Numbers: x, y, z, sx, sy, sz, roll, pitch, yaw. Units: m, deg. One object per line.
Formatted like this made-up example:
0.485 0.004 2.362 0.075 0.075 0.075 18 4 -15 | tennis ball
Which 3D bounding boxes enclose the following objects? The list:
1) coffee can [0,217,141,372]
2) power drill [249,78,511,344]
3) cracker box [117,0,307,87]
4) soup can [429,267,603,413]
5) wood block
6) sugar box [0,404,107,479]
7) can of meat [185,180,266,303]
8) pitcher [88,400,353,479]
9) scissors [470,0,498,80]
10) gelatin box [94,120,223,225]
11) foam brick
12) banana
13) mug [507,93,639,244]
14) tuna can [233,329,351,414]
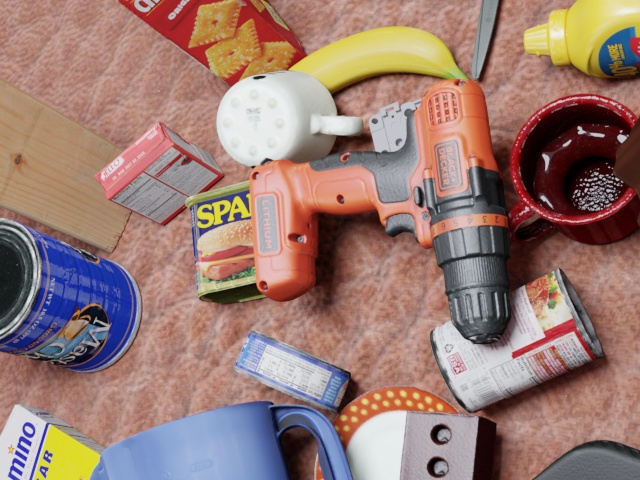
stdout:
-0.230 0.049 0.888 0.103 0.140 0.103 -7 72 23 | coffee can
0.043 -0.008 0.759 0.188 0.057 0.184 -12 73 27 | power drill
-0.117 -0.221 0.870 0.072 0.213 0.164 -41 62 9 | cracker box
0.137 0.071 0.749 0.102 0.068 0.068 -28 65 16 | soup can
-0.246 -0.068 0.892 0.090 0.205 0.091 21 84 28 | wood block
-0.202 0.213 0.881 0.176 0.048 0.093 22 84 27 | sugar box
-0.056 0.001 0.868 0.102 0.057 0.084 -13 72 21 | can of meat
-0.052 0.240 0.754 0.149 0.144 0.243 -33 70 42 | pitcher
0.129 -0.232 0.870 0.096 0.016 0.202 23 86 30 | scissors
-0.135 -0.055 0.902 0.073 0.089 0.030 -39 63 11 | gelatin box
0.087 0.158 0.732 0.053 0.051 0.078 0 75 25 | foam brick
0.025 -0.135 0.879 0.198 0.037 0.069 -11 70 22 | banana
0.180 -0.037 0.752 0.117 0.081 0.093 -41 63 9 | mug
-0.021 0.099 0.806 0.086 0.086 0.034 20 82 28 | tuna can
